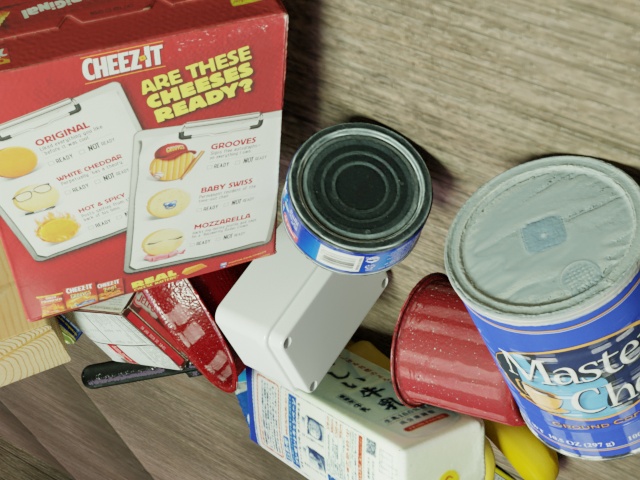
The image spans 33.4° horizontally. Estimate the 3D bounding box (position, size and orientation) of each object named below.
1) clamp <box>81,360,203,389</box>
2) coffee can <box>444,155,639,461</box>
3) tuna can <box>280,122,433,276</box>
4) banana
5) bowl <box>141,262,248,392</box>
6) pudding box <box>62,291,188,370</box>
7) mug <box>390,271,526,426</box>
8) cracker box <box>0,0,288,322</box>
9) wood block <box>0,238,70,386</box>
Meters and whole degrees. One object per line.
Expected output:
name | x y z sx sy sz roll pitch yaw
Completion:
clamp | -0.131 0.118 1.058 0.210 0.164 0.036 -19 80 54
coffee can | 0.136 0.039 0.569 0.103 0.102 0.140 14 150 38
tuna can | 0.021 -0.025 0.616 0.086 0.086 0.034 31 155 7
banana | 0.142 0.148 0.852 0.070 0.037 0.197 4 143 48
bowl | -0.091 0.035 0.814 0.162 0.055 0.162 46 157 26
pudding box | -0.180 0.078 0.994 0.114 0.039 0.090 -1 139 43
mug | 0.110 0.074 0.705 0.082 0.093 0.117 10 179 34
cracker box | -0.107 -0.055 0.599 0.214 0.164 0.072 95 156 -55
wood block | -0.314 0.024 1.001 0.090 0.090 0.206 88 160 -62
